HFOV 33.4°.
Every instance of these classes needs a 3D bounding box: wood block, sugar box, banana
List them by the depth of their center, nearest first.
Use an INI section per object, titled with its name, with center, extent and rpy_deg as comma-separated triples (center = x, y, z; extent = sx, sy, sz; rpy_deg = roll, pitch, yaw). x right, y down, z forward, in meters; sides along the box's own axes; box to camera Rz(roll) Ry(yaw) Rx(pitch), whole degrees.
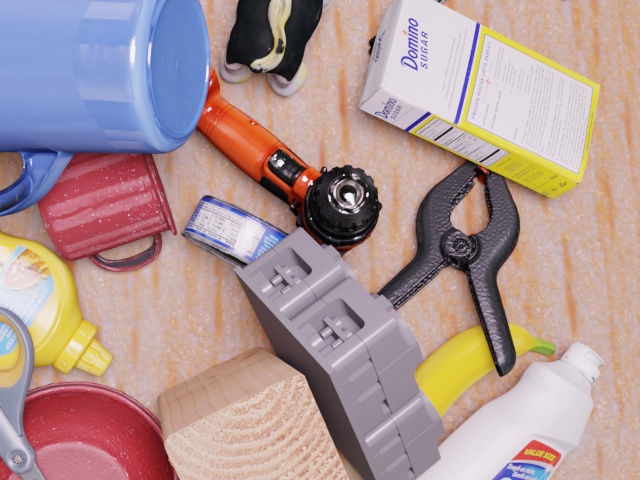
[wood block]
center = -0.049, 0.135, 0.706
extent = 0.090, 0.206, 0.091
rpy_deg = -25, 93, -10
[sugar box]
center = 0.121, -0.108, 0.800
extent = 0.176, 0.048, 0.093
rpy_deg = 22, 65, -14
[banana]
center = 0.095, 0.124, 0.818
extent = 0.197, 0.037, 0.069
rpy_deg = -41, 95, -8

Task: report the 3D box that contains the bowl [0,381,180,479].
[bowl]
center = -0.178, 0.184, 0.761
extent = 0.162, 0.055, 0.162
rpy_deg = 0, 90, -10

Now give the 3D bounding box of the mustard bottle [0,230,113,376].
[mustard bottle]
center = -0.231, 0.037, 0.752
extent = 0.191, 0.058, 0.096
rpy_deg = 34, 82, -7

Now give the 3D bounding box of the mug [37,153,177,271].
[mug]
center = -0.152, -0.026, 0.759
extent = 0.081, 0.093, 0.117
rpy_deg = -19, 129, -5

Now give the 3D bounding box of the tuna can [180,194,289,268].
[tuna can]
center = -0.055, 0.001, 0.769
extent = 0.086, 0.086, 0.034
rpy_deg = 29, 83, -8

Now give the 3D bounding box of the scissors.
[scissors]
center = -0.194, 0.127, 0.718
extent = 0.202, 0.016, 0.096
rpy_deg = 44, 95, 0

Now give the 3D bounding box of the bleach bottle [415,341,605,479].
[bleach bottle]
center = 0.121, 0.175, 0.798
extent = 0.250, 0.068, 0.102
rpy_deg = -48, 129, -9

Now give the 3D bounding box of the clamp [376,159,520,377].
[clamp]
center = 0.113, 0.017, 0.808
extent = 0.120, 0.039, 0.171
rpy_deg = 25, 79, 5

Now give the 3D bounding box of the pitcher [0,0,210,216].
[pitcher]
center = -0.198, -0.103, 0.664
extent = 0.243, 0.149, 0.145
rpy_deg = 5, 51, 16

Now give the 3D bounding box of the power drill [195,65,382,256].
[power drill]
center = -0.039, -0.061, 0.733
extent = 0.187, 0.184, 0.057
rpy_deg = 42, 82, 3
